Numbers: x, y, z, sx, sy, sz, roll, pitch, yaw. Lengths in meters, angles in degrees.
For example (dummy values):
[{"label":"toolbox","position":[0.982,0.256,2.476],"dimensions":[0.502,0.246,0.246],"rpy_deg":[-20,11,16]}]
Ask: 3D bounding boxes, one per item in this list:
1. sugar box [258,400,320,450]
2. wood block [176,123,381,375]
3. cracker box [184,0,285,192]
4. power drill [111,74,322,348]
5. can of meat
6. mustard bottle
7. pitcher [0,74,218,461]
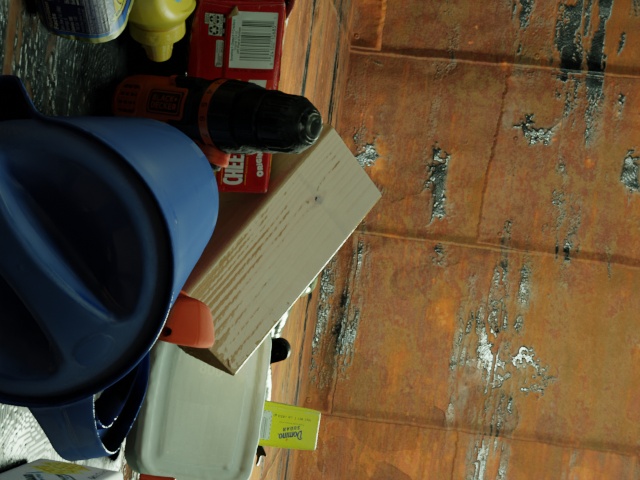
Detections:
[{"label":"sugar box","position":[-0.082,0.188,1.118],"dimensions":[0.176,0.093,0.048],"rpy_deg":[-16,-116,62]},{"label":"wood block","position":[-0.055,0.001,0.910],"dimensions":[0.206,0.090,0.090],"rpy_deg":[-50,123,-18]},{"label":"cracker box","position":[-0.078,-0.163,0.897],"dimensions":[0.214,0.072,0.164],"rpy_deg":[-103,-163,-55]},{"label":"power drill","position":[-0.090,-0.024,0.749],"dimensions":[0.057,0.185,0.187],"rpy_deg":[19,85,-51]},{"label":"can of meat","position":[-0.132,-0.177,0.608],"dimensions":[0.084,0.057,0.102],"rpy_deg":[94,6,-59]},{"label":"mustard bottle","position":[-0.116,-0.209,0.733],"dimensions":[0.096,0.058,0.192],"rpy_deg":[-85,178,-48]},{"label":"pitcher","position":[-0.123,0.002,0.585],"dimensions":[0.149,0.145,0.243],"rpy_deg":[-56,-178,10]}]
